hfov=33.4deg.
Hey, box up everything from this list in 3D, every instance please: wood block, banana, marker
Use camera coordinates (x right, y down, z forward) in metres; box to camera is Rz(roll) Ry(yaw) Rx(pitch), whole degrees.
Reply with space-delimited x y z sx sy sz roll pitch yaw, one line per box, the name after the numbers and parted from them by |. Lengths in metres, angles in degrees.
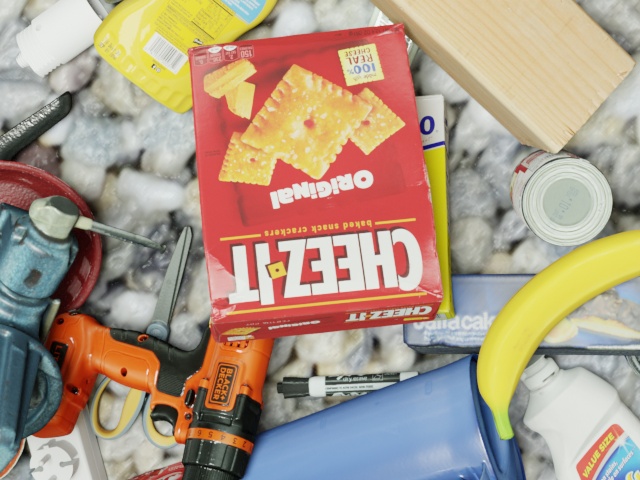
0.121 -0.169 0.796 0.206 0.090 0.091 41 93 -12 | wood block
0.178 0.053 0.784 0.070 0.037 0.198 42 93 15 | banana
0.023 0.123 0.907 0.121 0.020 0.020 -3 98 6 | marker

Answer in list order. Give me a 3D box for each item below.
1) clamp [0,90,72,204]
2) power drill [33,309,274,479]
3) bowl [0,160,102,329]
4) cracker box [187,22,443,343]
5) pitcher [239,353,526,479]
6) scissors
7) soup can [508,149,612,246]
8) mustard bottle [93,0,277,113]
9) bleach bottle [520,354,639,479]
-0.299 -0.082 0.897 0.120 0.039 0.171 34 100 -2 | clamp
-0.139 0.136 0.852 0.188 0.057 0.184 8 66 15 | power drill
-0.264 0.001 0.883 0.162 0.055 0.162 -6 115 -12 | bowl
-0.007 -0.043 0.776 0.164 0.072 0.214 -6 73 -2 | cracker box
0.034 0.190 0.845 0.243 0.149 0.145 -20 61 16 | pitcher
-0.127 0.096 0.920 0.096 0.016 0.202 33 99 -2 | scissors
0.184 -0.035 0.825 0.068 0.102 0.068 1 98 5 | soup can
-0.087 -0.200 0.845 0.096 0.058 0.192 37 101 -24 | mustard bottle
0.241 0.203 0.876 0.102 0.068 0.251 -37 91 9 | bleach bottle
